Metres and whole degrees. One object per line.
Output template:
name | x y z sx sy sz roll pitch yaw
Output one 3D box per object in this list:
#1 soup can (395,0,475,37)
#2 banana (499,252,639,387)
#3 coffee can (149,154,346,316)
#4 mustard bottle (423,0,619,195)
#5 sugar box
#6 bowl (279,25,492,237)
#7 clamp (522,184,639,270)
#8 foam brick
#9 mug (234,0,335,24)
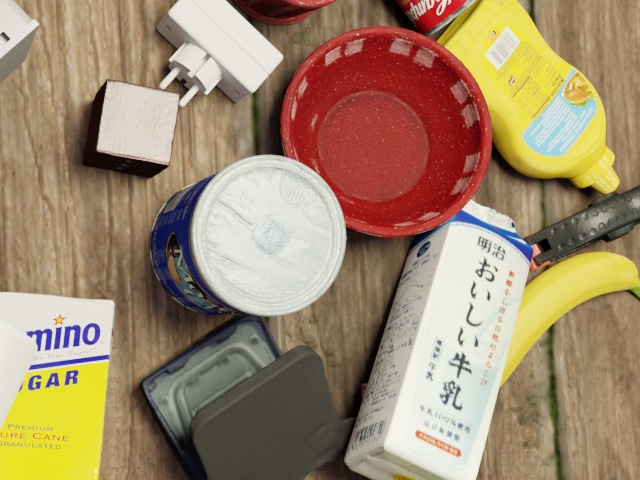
soup can | 0.077 -0.220 0.838 0.068 0.069 0.102 -43 100 -17
banana | 0.195 0.058 0.880 0.197 0.037 0.069 -26 95 -19
coffee can | -0.055 0.001 0.738 0.102 0.140 0.103 1 86 -20
mustard bottle | 0.176 -0.108 0.872 0.191 0.058 0.096 43 70 -12
sugar box | -0.188 0.123 0.698 0.093 0.048 0.176 4 67 -10
bowl | 0.046 -0.078 0.816 0.162 0.055 0.162 1 81 -9
clamp | 0.243 -0.020 0.883 0.171 0.120 0.039 -22 75 1
foam brick | -0.134 -0.077 0.748 0.053 0.078 0.051 9 84 -17
mug | -0.030 -0.214 0.784 0.117 0.082 0.093 26 88 -19
